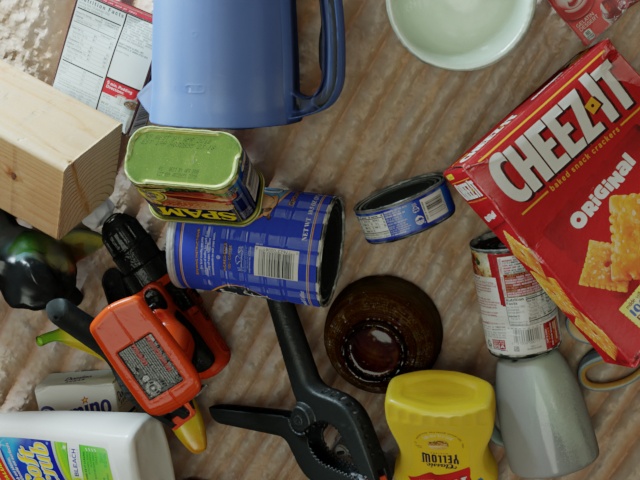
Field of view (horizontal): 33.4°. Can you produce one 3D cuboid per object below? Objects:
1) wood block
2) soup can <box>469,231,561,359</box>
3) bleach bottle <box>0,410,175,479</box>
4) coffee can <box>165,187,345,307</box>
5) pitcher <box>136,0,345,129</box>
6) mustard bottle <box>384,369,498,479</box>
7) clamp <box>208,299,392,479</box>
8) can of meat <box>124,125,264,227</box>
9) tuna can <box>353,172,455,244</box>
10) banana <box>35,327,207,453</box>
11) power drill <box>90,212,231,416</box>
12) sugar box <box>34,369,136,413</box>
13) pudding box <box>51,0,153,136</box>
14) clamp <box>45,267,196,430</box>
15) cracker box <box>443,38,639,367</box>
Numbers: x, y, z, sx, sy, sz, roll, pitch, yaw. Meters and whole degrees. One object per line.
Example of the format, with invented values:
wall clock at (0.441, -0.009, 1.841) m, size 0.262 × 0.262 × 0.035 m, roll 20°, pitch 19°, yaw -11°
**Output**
wood block at (-0.296, -0.099, 0.981) m, size 0.206 × 0.090 × 0.091 m, roll 28°, pitch 133°, yaw 11°
soup can at (0.173, 0.046, 0.941) m, size 0.068 × 0.068 × 0.102 m, roll -8°, pitch 104°, yaw 16°
bleach bottle at (-0.271, 0.219, 1.059) m, size 0.251 × 0.068 × 0.102 m, roll -3°, pitch 105°, yaw 24°
coffee can at (-0.056, 0.001, 0.967) m, size 0.140 × 0.102 × 0.103 m, roll 7°, pitch 107°, yaw 12°
pitcher at (-0.070, -0.215, 0.898) m, size 0.149 × 0.145 × 0.243 m, roll -5°, pitch 104°, yaw -24°
mustard bottle at (0.115, 0.207, 0.989) m, size 0.096 × 0.058 × 0.191 m, roll 1°, pitch 128°, yaw 13°
clamp at (-0.017, 0.169, 1.001) m, size 0.210 × 0.036 × 0.165 m, roll 48°, pitch 123°, yaw 24°
can of meat at (-0.105, -0.054, 0.892) m, size 0.102 × 0.084 × 0.057 m, roll 5°, pitch 72°, yaw 10°
tuna can at (0.074, -0.028, 0.935) m, size 0.086 × 0.086 × 0.034 m, roll -18°, pitch 102°, yaw 18°
banana at (-0.184, 0.133, 1.058) m, size 0.197 × 0.069 × 0.037 m, roll 35°, pitch 147°, yaw -6°
power drill at (-0.151, 0.066, 0.966) m, size 0.057 × 0.187 × 0.184 m, roll -34°, pitch 99°, yaw 9°
sugar box at (-0.231, 0.223, 1.105) m, size 0.093 × 0.048 × 0.176 m, roll -6°, pitch 105°, yaw 16°
pudding box at (-0.193, -0.164, 0.988) m, size 0.090 × 0.039 × 0.113 m, roll 25°, pitch 108°, yaw 8°
clamp at (-0.178, 0.101, 1.021) m, size 0.039 × 0.120 × 0.171 m, roll -34°, pitch 100°, yaw 29°
cracker box at (0.234, -0.029, 0.870) m, size 0.164 × 0.072 × 0.213 m, roll -41°, pitch 94°, yaw -7°
